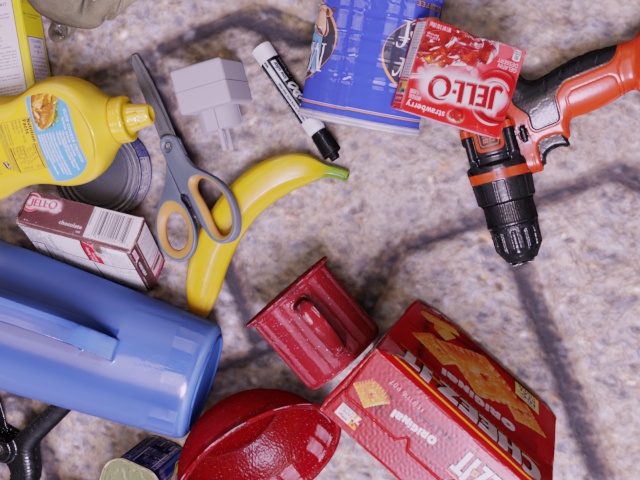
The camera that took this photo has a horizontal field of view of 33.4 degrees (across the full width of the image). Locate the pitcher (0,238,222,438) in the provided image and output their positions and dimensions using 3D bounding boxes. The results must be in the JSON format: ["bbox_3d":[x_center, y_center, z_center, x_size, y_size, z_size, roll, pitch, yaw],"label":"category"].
[{"bbox_3d":[-0.216,0.088,0.941,0.243,0.149,0.145,17,122,4],"label":"pitcher"}]

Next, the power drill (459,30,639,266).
[{"bbox_3d":[0.209,-0.085,0.870,0.188,0.057,0.184,-15,93,14],"label":"power drill"}]

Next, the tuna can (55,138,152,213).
[{"bbox_3d":[-0.199,-0.063,0.982,0.086,0.033,0.086,2,97,13],"label":"tuna can"}]

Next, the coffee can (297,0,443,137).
[{"bbox_3d":[0.044,-0.163,0.877,0.103,0.102,0.140,12,99,12],"label":"coffee can"}]

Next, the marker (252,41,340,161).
[{"bbox_3d":[-0.020,-0.121,0.936,0.020,0.020,0.121,-36,83,14],"label":"marker"}]

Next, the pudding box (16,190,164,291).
[{"bbox_3d":[-0.205,0.001,0.961,0.113,0.090,0.039,15,67,12],"label":"pudding box"}]

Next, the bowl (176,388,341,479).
[{"bbox_3d":[-0.064,0.181,0.936,0.162,0.161,0.055,-47,52,14],"label":"bowl"}]

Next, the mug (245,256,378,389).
[{"bbox_3d":[-0.002,0.073,0.912,0.093,0.117,0.081,-41,91,-8],"label":"mug"}]

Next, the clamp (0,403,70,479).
[{"bbox_3d":[-0.293,0.194,1.032,0.120,0.039,0.171,11,105,16],"label":"clamp"}]

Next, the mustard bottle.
[{"bbox_3d":[-0.236,-0.094,0.936,0.192,0.058,0.096,-9,111,15],"label":"mustard bottle"}]

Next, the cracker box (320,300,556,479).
[{"bbox_3d":[0.103,0.136,0.839,0.164,0.213,0.072,41,103,6],"label":"cracker box"}]

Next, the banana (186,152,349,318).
[{"bbox_3d":[-0.066,-0.015,0.954,0.198,0.037,0.069,-44,85,14],"label":"banana"}]

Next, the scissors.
[{"bbox_3d":[-0.142,-0.066,0.961,0.096,0.016,0.202,-47,68,21],"label":"scissors"}]

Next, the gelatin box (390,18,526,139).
[{"bbox_3d":[0.108,-0.126,0.833,0.089,0.030,0.073,15,96,-17],"label":"gelatin box"}]

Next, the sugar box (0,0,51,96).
[{"bbox_3d":[-0.306,-0.197,0.987,0.093,0.048,0.176,-8,91,14],"label":"sugar box"}]

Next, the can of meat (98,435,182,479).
[{"bbox_3d":[-0.169,0.239,0.983,0.057,0.084,0.102,21,100,10],"label":"can of meat"}]
